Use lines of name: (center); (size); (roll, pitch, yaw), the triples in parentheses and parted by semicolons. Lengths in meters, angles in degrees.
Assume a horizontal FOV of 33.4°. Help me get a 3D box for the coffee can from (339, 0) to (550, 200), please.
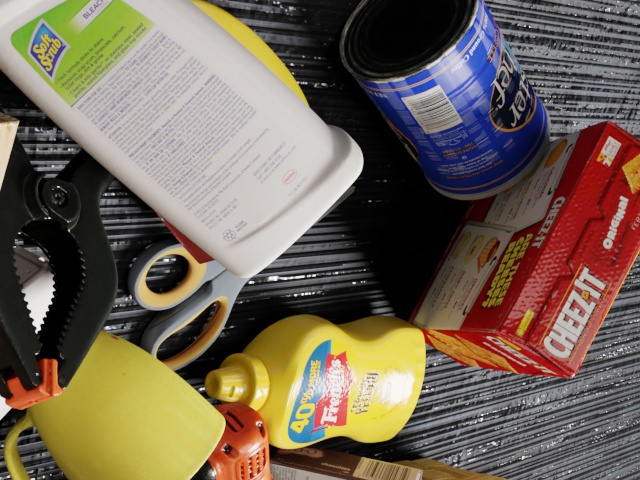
coffee can: (0.091, -0.109, 0.756); (0.102, 0.103, 0.140); (-56, 135, -14)

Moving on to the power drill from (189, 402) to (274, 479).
power drill: (-0.107, 0.213, 0.703); (0.187, 0.057, 0.184); (-32, 138, -32)

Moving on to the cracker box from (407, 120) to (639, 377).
cracker box: (0.155, 0.014, 0.793); (0.072, 0.214, 0.164); (31, 81, -8)

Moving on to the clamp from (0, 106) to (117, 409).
clamp: (-0.137, -0.019, 0.546); (0.164, 0.036, 0.210); (13, 61, -50)

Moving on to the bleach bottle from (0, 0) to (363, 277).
bleach bottle: (-0.095, -0.094, 0.532); (0.102, 0.068, 0.250); (-44, 116, 2)

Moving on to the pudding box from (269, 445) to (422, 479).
pudding box: (0.014, 0.206, 0.793); (0.039, 0.114, 0.090); (-39, 136, -66)

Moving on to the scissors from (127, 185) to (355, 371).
scissors: (-0.055, 0.001, 0.716); (0.201, 0.016, 0.096); (-49, 133, -21)

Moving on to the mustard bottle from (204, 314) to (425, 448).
mustard bottle: (-0.006, 0.102, 0.772); (0.191, 0.058, 0.096); (6, 105, -46)
